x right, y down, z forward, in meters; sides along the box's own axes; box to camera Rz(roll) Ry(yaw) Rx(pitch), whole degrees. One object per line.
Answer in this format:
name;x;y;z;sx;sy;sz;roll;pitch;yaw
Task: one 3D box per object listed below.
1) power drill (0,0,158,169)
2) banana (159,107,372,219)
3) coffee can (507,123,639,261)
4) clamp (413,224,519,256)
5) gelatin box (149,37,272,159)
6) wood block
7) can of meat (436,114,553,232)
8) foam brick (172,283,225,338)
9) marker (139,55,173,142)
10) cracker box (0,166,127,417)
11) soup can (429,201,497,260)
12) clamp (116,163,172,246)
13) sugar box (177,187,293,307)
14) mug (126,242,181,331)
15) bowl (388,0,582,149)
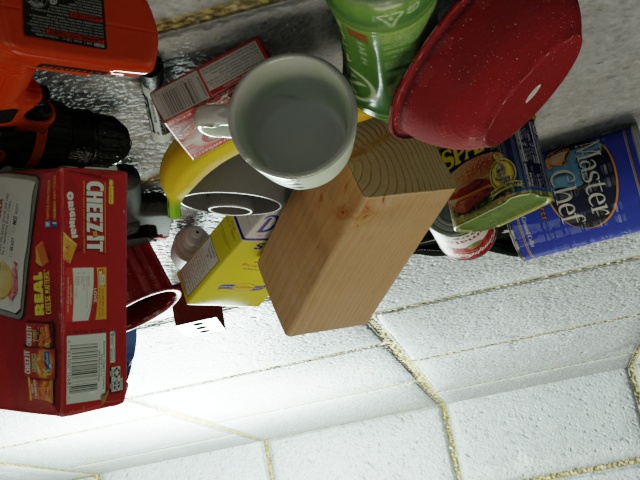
power drill;-0.180;-0.098;0.698;0.184;0.057;0.188;2;159;-36
banana;-0.054;-0.082;0.840;0.198;0.037;0.069;-25;148;14
coffee can;0.255;-0.046;1.049;0.140;0.103;0.102;-16;162;18
clamp;0.193;-0.011;1.237;0.209;0.036;0.165;-2;162;-26
gelatin box;-0.068;-0.101;0.768;0.089;0.030;0.073;-27;161;1
wood block;0.024;-0.011;0.944;0.090;0.090;0.206;-6;146;-27
can of meat;0.157;-0.061;0.971;0.057;0.084;0.102;3;159;-38
foam brick;-0.151;0.084;1.321;0.053;0.051;0.078;-11;163;2
marker;-0.120;-0.103;0.783;0.020;0.020;0.121;-8;163;-6
cracker box;-0.235;0.033;0.768;0.214;0.164;0.072;-1;180;34
soup can;0.146;-0.023;1.119;0.068;0.068;0.102;-14;162;12
clamp;-0.193;-0.019;0.963;0.120;0.039;0.171;-19;164;7
sugar box;-0.057;0.002;1.045;0.093;0.048;0.176;4;145;-39
mug;-0.199;0.042;1.069;0.093;0.081;0.117;-24;165;-19
bowl;0.119;-0.113;0.695;0.162;0.055;0.162;-41;163;-16
